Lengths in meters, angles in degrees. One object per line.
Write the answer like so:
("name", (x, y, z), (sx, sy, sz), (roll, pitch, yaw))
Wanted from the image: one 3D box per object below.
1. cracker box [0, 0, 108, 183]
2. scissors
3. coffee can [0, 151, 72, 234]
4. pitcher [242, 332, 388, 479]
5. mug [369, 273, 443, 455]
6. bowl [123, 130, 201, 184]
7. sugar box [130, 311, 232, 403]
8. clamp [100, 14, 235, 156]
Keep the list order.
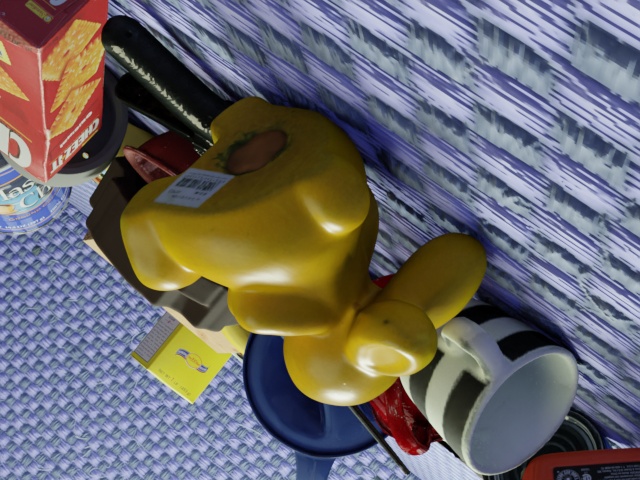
("cracker box", (-0.221, -0.142, 0.684), (0.164, 0.072, 0.214), (39, 157, 1))
("scissors", (-0.011, 0.069, 0.716), (0.202, 0.016, 0.096), (45, 170, 40))
("coffee can", (-0.286, -0.077, 0.952), (0.103, 0.102, 0.140), (37, 163, 12))
("pitcher", (0.004, 0.115, 0.916), (0.145, 0.149, 0.243), (53, 177, 3))
("mug", (0.058, 0.085, 0.705), (0.093, 0.117, 0.081), (-14, 135, 25))
("bowl", (-0.062, -0.032, 0.764), (0.162, 0.055, 0.162), (38, 171, 7))
("sugar box", (-0.127, 0.093, 1.232), (0.048, 0.176, 0.093), (33, 170, 46))
("clamp", (-0.065, -0.071, 0.647), (0.171, 0.039, 0.120), (33, 174, 8))
